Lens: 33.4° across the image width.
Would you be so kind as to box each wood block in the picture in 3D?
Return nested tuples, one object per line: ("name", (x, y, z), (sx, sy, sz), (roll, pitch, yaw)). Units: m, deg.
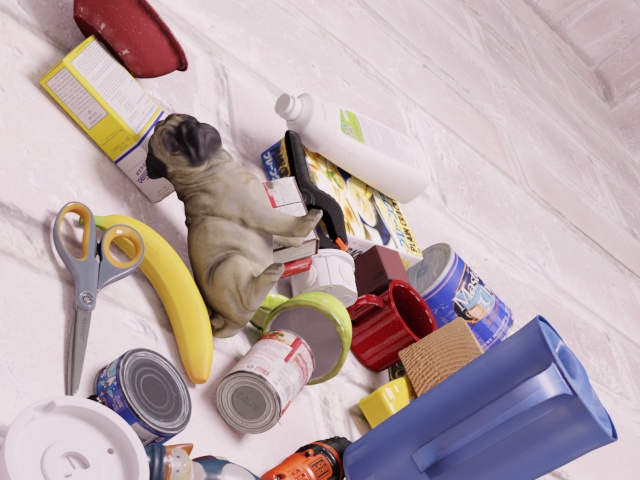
("wood block", (0.184, 0.198, 1.279), (0.206, 0.090, 0.091), (54, 8, -41))

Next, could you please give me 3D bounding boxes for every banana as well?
("banana", (-0.154, 0.046, 1.032), (0.069, 0.037, 0.198), (-35, 86, -35))

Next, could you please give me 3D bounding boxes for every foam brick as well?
("foam brick", (0.063, 0.049, 1.344), (0.051, 0.078, 0.053), (17, 47, -52))

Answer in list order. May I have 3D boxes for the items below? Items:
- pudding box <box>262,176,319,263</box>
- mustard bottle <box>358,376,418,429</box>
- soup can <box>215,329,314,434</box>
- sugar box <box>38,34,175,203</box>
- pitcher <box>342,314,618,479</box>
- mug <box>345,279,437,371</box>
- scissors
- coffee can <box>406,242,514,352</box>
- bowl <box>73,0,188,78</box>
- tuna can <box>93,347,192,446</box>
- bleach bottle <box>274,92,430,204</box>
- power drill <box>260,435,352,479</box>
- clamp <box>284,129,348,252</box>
("pudding box", (-0.068, -0.015, 1.172), (0.039, 0.113, 0.090), (95, -24, -62))
("mustard bottle", (0.118, 0.251, 1.214), (0.192, 0.058, 0.096), (60, 20, 12))
("soup can", (-0.053, 0.138, 1.050), (0.068, 0.069, 0.102), (53, 26, -4))
("sugar box", (-0.209, -0.129, 1.135), (0.176, 0.048, 0.093), (51, 26, -17))
("pitcher", (0.141, 0.184, 1.001), (0.149, 0.243, 0.145), (48, 16, -28))
("mug", (0.076, 0.103, 1.296), (0.117, 0.082, 0.093), (32, 33, -38))
("scissors", (-0.193, 0.050, 0.952), (0.096, 0.016, 0.202), (6, 52, -33))
("coffee can", (0.184, 0.086, 1.476), (0.140, 0.103, 0.102), (45, 27, -20))
("bowl", (-0.221, -0.231, 1.176), (0.162, 0.055, 0.162), (42, -12, 11))
("tuna can", (-0.152, 0.136, 0.922), (0.086, 0.034, 0.086), (40, 29, -28))
("bleach bottle", (0.037, -0.133, 1.387), (0.250, 0.068, 0.102), (25, 34, -41))
("power drill", (0.024, 0.282, 1.023), (0.188, 0.057, 0.184), (58, 22, 10))
("clamp", (-0.023, -0.053, 1.274), (0.171, 0.039, 0.120), (42, 69, 3))
